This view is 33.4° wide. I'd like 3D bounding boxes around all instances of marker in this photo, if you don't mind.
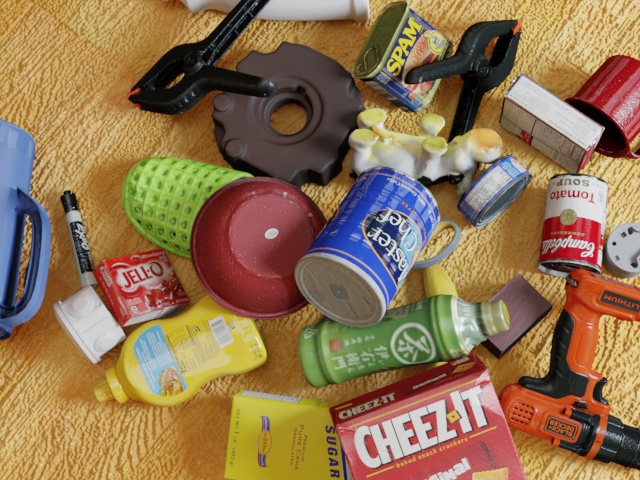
[{"bbox_3d":[-0.281,-0.002,1.239,0.020,0.020,0.121,-17,75,0],"label":"marker"}]

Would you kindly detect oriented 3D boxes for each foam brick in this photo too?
[{"bbox_3d":[0.204,0.083,1.160,0.078,0.053,0.051,-41,76,-6],"label":"foam brick"}]

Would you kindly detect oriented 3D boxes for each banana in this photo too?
[{"bbox_3d":[0.124,0.121,1.165,0.069,0.037,0.198,14,77,8],"label":"banana"}]

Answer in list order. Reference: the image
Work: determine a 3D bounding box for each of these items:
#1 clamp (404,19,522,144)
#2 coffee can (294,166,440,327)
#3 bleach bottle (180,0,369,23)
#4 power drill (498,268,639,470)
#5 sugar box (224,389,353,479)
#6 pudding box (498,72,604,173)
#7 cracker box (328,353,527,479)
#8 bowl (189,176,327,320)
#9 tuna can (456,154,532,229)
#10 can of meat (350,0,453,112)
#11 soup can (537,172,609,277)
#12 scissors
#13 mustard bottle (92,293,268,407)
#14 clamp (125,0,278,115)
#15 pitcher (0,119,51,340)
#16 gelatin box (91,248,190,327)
[{"bbox_3d":[0.176,-0.185,1.226,0.171,0.120,0.039,-40,36,-19],"label":"clamp"},{"bbox_3d":[0.051,0.006,1.119,0.103,0.103,0.140,28,56,11],"label":"coffee can"},{"bbox_3d":[-0.069,-0.305,1.280,0.251,0.068,0.102,-3,76,6],"label":"bleach bottle"},{"bbox_3d":[0.295,0.136,1.110,0.184,0.057,0.188,19,97,0],"label":"power drill"},{"bbox_3d":[-0.009,0.218,1.138,0.176,0.048,0.093,6,92,9],"label":"sugar box"},{"bbox_3d":[0.256,-0.129,1.191,0.113,0.090,0.039,35,81,13],"label":"pudding box"},{"bbox_3d":[0.122,0.245,1.076,0.164,0.072,0.214,-21,99,-2],"label":"cracker box"},{"bbox_3d":[-0.058,0.001,1.147,0.162,0.055,0.162,3,75,-13],"label":"bowl"},{"bbox_3d":[0.192,-0.054,1.179,0.086,0.086,0.034,-41,75,-6],"label":"tuna can"},{"bbox_3d":[0.096,-0.208,1.224,0.083,0.058,0.102,32,78,-29],"label":"can of meat"},{"bbox_3d":[0.278,-0.016,1.172,0.068,0.068,0.102,8,76,7],"label":"soup can"},{"bbox_3d":[0.061,0.022,1.204,0.202,0.016,0.096,-28,57,9],"label":"scissors"},{"bbox_3d":[-0.160,0.129,1.175,0.191,0.058,0.096,-25,79,-2],"label":"mustard bottle"},{"bbox_3d":[-0.133,-0.192,1.223,0.210,0.036,0.164,-26,50,20],"label":"clamp"},{"bbox_3d":[-0.384,-0.013,1.197,0.149,0.145,0.243,14,71,-24],"label":"pitcher"},{"bbox_3d":[-0.199,0.051,1.186,0.030,0.089,0.073,-42,70,38],"label":"gelatin box"}]
